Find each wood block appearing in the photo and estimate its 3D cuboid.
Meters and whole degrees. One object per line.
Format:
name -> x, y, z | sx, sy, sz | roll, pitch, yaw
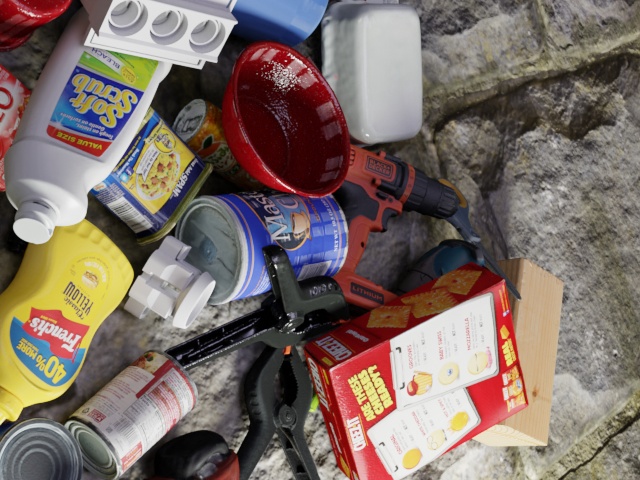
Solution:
wood block -> 0.224, 0.135, 1.289 | 0.090, 0.090, 0.206 | 28, 63, -37

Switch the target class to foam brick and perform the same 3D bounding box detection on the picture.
foam brick -> -0.033, -0.149, 1.130 | 0.051, 0.053, 0.078 | 55, 51, -21

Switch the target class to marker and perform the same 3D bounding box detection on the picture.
marker -> -0.247, -0.045, 0.930 | 0.020, 0.020, 0.121 | 30, 63, -36

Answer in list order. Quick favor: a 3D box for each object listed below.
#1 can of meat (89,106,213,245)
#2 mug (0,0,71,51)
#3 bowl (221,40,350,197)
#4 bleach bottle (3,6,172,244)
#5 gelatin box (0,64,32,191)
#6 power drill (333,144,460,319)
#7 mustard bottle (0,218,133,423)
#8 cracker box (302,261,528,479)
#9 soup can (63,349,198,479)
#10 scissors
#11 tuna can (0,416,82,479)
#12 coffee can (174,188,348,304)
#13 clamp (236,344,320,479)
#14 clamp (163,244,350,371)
can of meat -> -0.162, -0.061, 0.989 | 0.084, 0.058, 0.102 | 47, 53, -24
mug -> -0.254, -0.219, 0.916 | 0.117, 0.082, 0.093 | -16, 93, -44
bowl -> -0.043, -0.109, 1.035 | 0.161, 0.055, 0.162 | 25, 54, -40
bleach bottle -> -0.200, -0.094, 0.903 | 0.102, 0.068, 0.250 | 37, 41, -27
gelatin box -> -0.277, -0.096, 0.905 | 0.073, 0.030, 0.089 | 44, 54, -28
power drill -> 0.064, -0.005, 1.168 | 0.184, 0.057, 0.187 | 19, 66, -20
mustard bottle -> -0.234, 0.076, 0.890 | 0.096, 0.058, 0.191 | 53, 50, -38
cracker box -> 0.103, 0.141, 1.111 | 0.213, 0.072, 0.164 | -25, 117, -19
soup can -> -0.165, 0.152, 0.933 | 0.102, 0.069, 0.068 | -41, 110, -40
scissors -> 0.181, -0.012, 1.265 | 0.202, 0.016, 0.096 | 47, 28, 14
tuna can -> -0.240, 0.188, 0.879 | 0.085, 0.034, 0.086 | 10, 74, -42
coffee can -> -0.057, 0.001, 1.042 | 0.140, 0.103, 0.103 | -10, 88, -44
clamp -> -0.050, 0.181, 1.057 | 0.120, 0.039, 0.171 | 9, 69, -47
clamp -> -0.046, 0.074, 1.016 | 0.036, 0.165, 0.209 | 57, 19, 24
